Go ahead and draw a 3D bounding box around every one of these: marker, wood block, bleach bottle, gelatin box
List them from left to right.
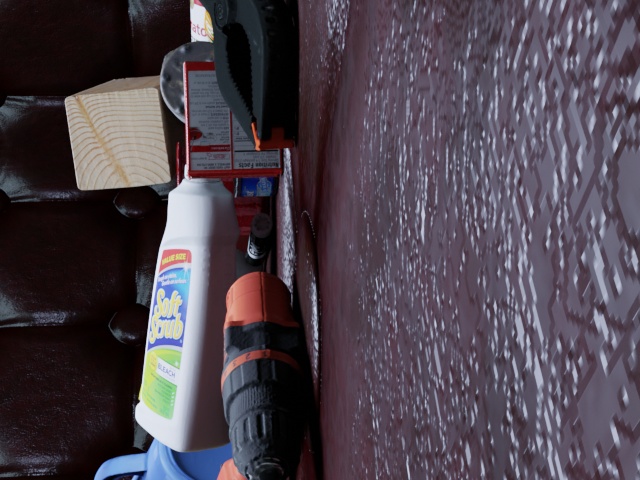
[{"bbox_3d":[-0.186,-0.115,1.084,0.206,0.090,0.091,-87,-8,-77],"label":"wood block"},{"bbox_3d":[-0.112,0.050,0.930,0.103,0.067,0.251,21,111,54],"label":"bleach bottle"},{"bbox_3d":[-0.067,-0.092,0.819,0.030,0.073,0.089,158,110,-84],"label":"gelatin box"},{"bbox_3d":[-0.056,0.001,0.966,0.121,0.020,0.020,113,156,-73],"label":"marker"}]

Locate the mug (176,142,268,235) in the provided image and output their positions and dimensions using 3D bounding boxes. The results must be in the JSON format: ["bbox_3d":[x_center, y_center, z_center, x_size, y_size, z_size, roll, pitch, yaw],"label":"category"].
[{"bbox_3d":[-0.092,-0.053,0.997,0.117,0.081,0.093,-98,10,-45],"label":"mug"}]

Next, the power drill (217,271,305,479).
[{"bbox_3d":[-0.040,0.140,0.709,0.184,0.057,0.188,-95,10,-58],"label":"power drill"}]

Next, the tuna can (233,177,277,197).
[{"bbox_3d":[-0.055,-0.078,0.879,0.086,0.033,0.086,179,90,-83],"label":"tuna can"}]

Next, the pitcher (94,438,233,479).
[{"bbox_3d":[-0.144,0.253,1.141,0.145,0.149,0.243,46,150,12],"label":"pitcher"}]

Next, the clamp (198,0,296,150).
[{"bbox_3d":[-0.058,-0.158,0.738,0.165,0.036,0.210,-25,74,62],"label":"clamp"}]
